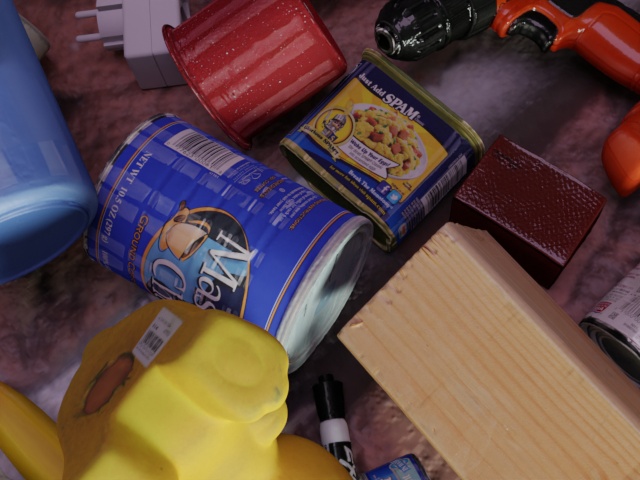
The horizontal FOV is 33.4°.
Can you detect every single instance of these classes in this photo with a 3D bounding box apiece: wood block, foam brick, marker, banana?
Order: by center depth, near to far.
[{"bbox_3d":[0.118,0.096,0.577,0.091,0.090,0.206,-46,71,14],"label":"wood block"},{"bbox_3d":[-0.129,0.147,0.606,0.198,0.069,0.037,33,56,31],"label":"banana"},{"bbox_3d":[0.012,0.137,0.623,0.020,0.020,0.121,-10,70,2],"label":"marker"},{"bbox_3d":[0.125,-0.017,0.650,0.078,0.051,0.053,35,76,15],"label":"foam brick"}]

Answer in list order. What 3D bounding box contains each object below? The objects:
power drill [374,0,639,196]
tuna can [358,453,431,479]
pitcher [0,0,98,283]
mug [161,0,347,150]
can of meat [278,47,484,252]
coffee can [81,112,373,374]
[{"bbox_3d":[0.149,-0.118,0.661,0.184,0.057,0.188,-35,73,-25],"label":"power drill"},{"bbox_3d":[0.052,0.160,0.577,0.033,0.086,0.086,-23,70,-5],"label":"tuna can"},{"bbox_3d":[-0.216,-0.102,0.580,0.145,0.149,0.243,-32,76,8],"label":"pitcher"},{"bbox_3d":[-0.035,-0.116,0.666,0.081,0.117,0.093,-33,84,9],"label":"mug"},{"bbox_3d":[0.037,-0.055,0.669,0.102,0.057,0.084,42,81,17],"label":"can of meat"},{"bbox_3d":[-0.054,0.001,0.632,0.140,0.103,0.102,29,76,14],"label":"coffee can"}]
